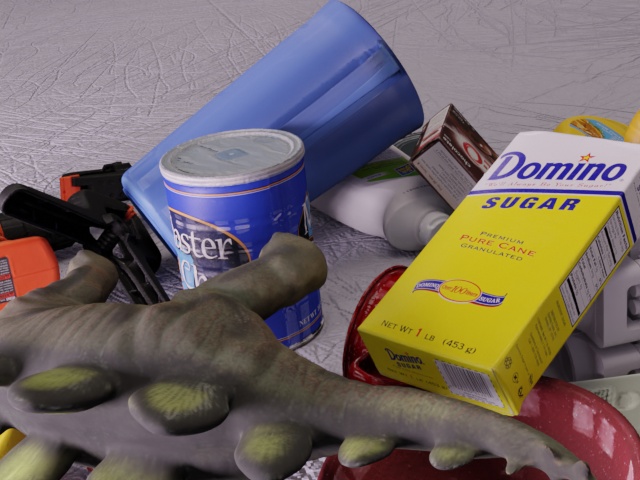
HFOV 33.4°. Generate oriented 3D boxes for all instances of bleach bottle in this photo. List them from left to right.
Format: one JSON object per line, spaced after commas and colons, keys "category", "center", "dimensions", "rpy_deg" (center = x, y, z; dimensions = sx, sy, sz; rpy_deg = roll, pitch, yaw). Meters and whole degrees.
{"category": "bleach bottle", "center": [0.041, -0.047, 0.962], "dimensions": [0.102, 0.068, 0.251], "rpy_deg": [-19, 29, -18]}

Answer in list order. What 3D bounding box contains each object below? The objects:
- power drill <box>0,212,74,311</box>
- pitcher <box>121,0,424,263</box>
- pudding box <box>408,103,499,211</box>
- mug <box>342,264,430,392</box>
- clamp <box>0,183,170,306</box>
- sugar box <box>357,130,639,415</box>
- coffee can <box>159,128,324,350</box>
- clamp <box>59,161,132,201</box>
{"category": "power drill", "center": [-0.271, 0.016, 0.884], "dimensions": [0.184, 0.057, 0.188], "rpy_deg": [-17, 14, -22]}
{"category": "pitcher", "center": [-0.040, -0.082, 0.889], "dimensions": [0.242, 0.149, 0.145], "rpy_deg": [-38, 54, -8]}
{"category": "pudding box", "center": [0.128, -0.051, 0.891], "dimensions": [0.039, 0.113, 0.090], "rpy_deg": [-41, 10, 25]}
{"category": "mug", "center": [0.065, 0.071, 0.643], "dimensions": [0.082, 0.093, 0.117], "rpy_deg": [16, 19, 33]}
{"category": "clamp", "center": [-0.179, -0.005, 0.862], "dimensions": [0.036, 0.164, 0.210], "rpy_deg": [-47, 16, 6]}
{"category": "sugar box", "center": [0.110, 0.010, 0.593], "dimensions": [0.093, 0.048, 0.176], "rpy_deg": [14, 54, 42]}
{"category": "coffee can", "center": [-0.055, 0.001, 0.777], "dimensions": [0.103, 0.140, 0.103], "rpy_deg": [-6, 23, 2]}
{"category": "clamp", "center": [-0.180, -0.057, 1.013], "dimensions": [0.120, 0.039, 0.171], "rpy_deg": [-7, 10, 17]}
